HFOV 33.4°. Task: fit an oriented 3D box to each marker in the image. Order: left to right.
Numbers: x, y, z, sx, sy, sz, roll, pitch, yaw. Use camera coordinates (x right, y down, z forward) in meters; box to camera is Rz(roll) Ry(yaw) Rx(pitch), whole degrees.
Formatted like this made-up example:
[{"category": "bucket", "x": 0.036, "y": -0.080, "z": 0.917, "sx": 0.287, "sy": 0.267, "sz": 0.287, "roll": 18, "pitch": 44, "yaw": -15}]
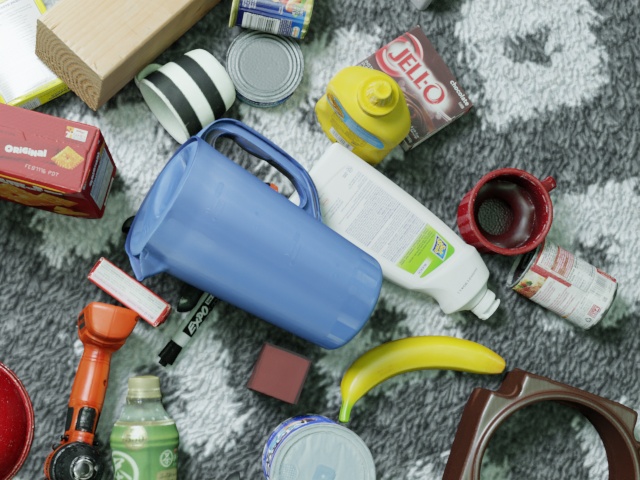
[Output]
[{"category": "marker", "x": -0.136, "y": 0.085, "z": 1.152, "sx": 0.020, "sy": 0.020, "sz": 0.121, "roll": 36, "pitch": 83, "yaw": -2}]

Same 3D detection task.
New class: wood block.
[{"category": "wood block", "x": -0.191, "y": -0.245, "z": 1.117, "sx": 0.091, "sy": 0.090, "sz": 0.206, "roll": 44, "pitch": 68, "yaw": -1}]

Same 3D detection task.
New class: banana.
[{"category": "banana", "x": 0.102, "y": 0.139, "z": 1.164, "sx": 0.197, "sy": 0.037, "sz": 0.069, "roll": -16, "pitch": 83, "yaw": -10}]

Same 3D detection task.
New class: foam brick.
[{"category": "foam brick", "x": -0.044, "y": 0.141, "z": 1.129, "sx": 0.051, "sy": 0.078, "sz": 0.053, "roll": 20, "pitch": 81, "yaw": -4}]

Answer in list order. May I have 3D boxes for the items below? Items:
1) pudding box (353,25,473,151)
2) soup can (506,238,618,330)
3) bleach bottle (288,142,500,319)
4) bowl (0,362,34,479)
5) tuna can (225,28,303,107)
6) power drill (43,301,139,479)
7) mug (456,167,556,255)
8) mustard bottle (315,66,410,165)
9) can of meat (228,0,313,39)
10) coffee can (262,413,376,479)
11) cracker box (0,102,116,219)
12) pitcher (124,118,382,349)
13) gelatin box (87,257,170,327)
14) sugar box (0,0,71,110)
[{"category": "pudding box", "x": 0.101, "y": -0.169, "z": 1.192, "sx": 0.090, "sy": 0.039, "sz": 0.113, "roll": -34, "pitch": 89, "yaw": -9}, {"category": "soup can", "x": 0.266, "y": 0.046, "z": 1.175, "sx": 0.102, "sy": 0.068, "sz": 0.068, "roll": 29, "pitch": 82, "yaw": -3}, {"category": "bleach bottle", "x": 0.085, "y": 0.006, "z": 1.163, "sx": 0.251, "sy": 0.068, "sz": 0.102, "roll": 38, "pitch": 90, "yaw": -5}, {"category": "bowl", "x": -0.381, "y": 0.193, "z": 1.098, "sx": 0.162, "sy": 0.055, "sz": 0.162, "roll": 1, "pitch": 85, "yaw": -6}, {"category": "tuna can", "x": -0.062, "y": -0.191, "z": 1.179, "sx": 0.086, "sy": 0.034, "sz": 0.086, "roll": 1, "pitch": 85, "yaw": -6}, {"category": "power drill", "x": -0.230, "y": 0.159, "z": 1.063, "sx": 0.057, "sy": 0.185, "sz": 0.187, "roll": 17, "pitch": 74, "yaw": -17}, {"category": "mug", "x": 0.206, "y": -0.034, "z": 1.169, "sx": 0.117, "sy": 0.081, "sz": 0.093, "roll": -36, "pitch": 89, "yaw": -8}, {"category": "mustard bottle", "x": 0.047, "y": -0.134, "z": 1.105, "sx": 0.058, "sy": 0.192, "sz": 0.096, "roll": -45, "pitch": 91, "yaw": -8}, {"category": "can of meat", "x": -0.049, "y": -0.271, "z": 1.155, "sx": 0.084, "sy": 0.057, "sz": 0.102, "roll": 11, "pitch": 60, "yaw": -6}, {"category": "coffee can", "x": -0.005, "y": 0.233, "z": 1.092, "sx": 0.102, "sy": 0.140, "sz": 0.103, "roll": 1, "pitch": 85, "yaw": -6}, {"category": "cracker box", "x": -0.295, "y": -0.080, "z": 1.052, "sx": 0.164, "sy": 0.214, "sz": 0.072, "roll": 14, "pitch": 83, "yaw": -5}, {"category": "pitcher", "x": -0.057, "y": 0.001, "z": 1.066, "sx": 0.242, "sy": 0.145, "sz": 0.149, "roll": 30, "pitch": 114, "yaw": -20}, {"category": "gelatin box", "x": -0.198, "y": 0.055, "z": 1.121, "sx": 0.089, "sy": 0.073, "sz": 0.030, "roll": 35, "pitch": 81, "yaw": -2}, {"category": "sugar box", "x": -0.337, "y": -0.230, "z": 1.147, "sx": 0.093, "sy": 0.048, "sz": 0.176, "roll": -28, "pitch": 85, "yaw": -10}]
